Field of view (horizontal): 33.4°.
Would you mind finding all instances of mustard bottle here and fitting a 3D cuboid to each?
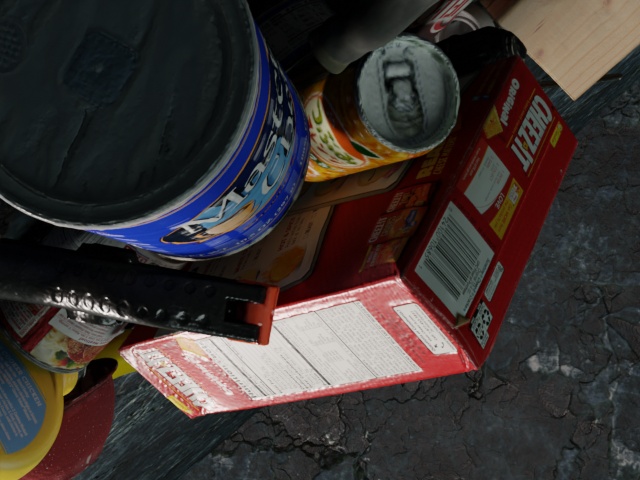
[{"bbox_3d":[-0.196,0.092,0.572,0.058,0.096,0.191,-46,169,34],"label":"mustard bottle"}]

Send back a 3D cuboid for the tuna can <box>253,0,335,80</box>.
[{"bbox_3d":[-0.023,-0.093,0.576,0.086,0.034,0.086,-39,171,-7],"label":"tuna can"}]

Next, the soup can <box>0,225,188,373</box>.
[{"bbox_3d":[-0.124,0.016,0.589,0.102,0.068,0.068,-44,171,20],"label":"soup can"}]

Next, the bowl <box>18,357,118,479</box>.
[{"bbox_3d":[-0.203,0.140,0.733,0.162,0.055,0.162,-23,-173,3],"label":"bowl"}]

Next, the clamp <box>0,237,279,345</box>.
[{"bbox_3d":[-0.108,0.018,0.477,0.120,0.172,0.039,-4,100,-71],"label":"clamp"}]

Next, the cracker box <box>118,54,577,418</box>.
[{"bbox_3d":[0.013,0.005,0.568,0.214,0.072,0.164,-18,-148,44],"label":"cracker box"}]

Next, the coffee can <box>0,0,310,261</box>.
[{"bbox_3d":[-0.062,-0.048,0.403,0.103,0.103,0.140,-40,171,2],"label":"coffee can"}]
